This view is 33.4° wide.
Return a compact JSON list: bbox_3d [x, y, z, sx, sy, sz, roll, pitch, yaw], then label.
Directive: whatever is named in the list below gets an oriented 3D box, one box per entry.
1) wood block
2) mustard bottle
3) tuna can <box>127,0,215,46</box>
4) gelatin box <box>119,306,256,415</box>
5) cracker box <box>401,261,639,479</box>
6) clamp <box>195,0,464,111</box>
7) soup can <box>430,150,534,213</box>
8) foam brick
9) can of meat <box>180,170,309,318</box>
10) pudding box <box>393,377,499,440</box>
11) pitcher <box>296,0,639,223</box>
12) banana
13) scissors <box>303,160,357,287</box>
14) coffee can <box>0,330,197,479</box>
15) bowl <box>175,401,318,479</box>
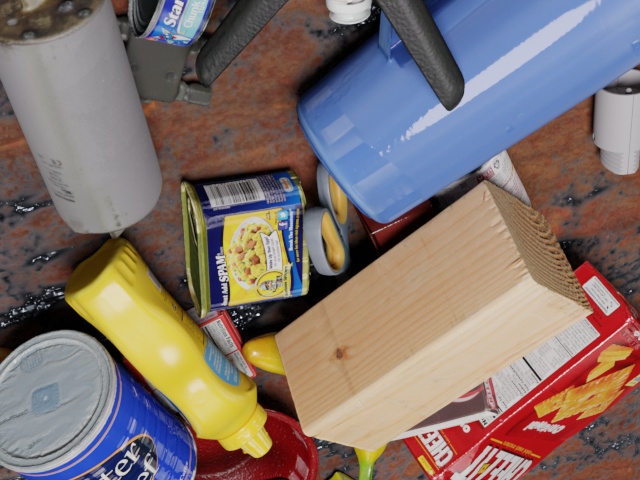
[{"bbox_3d":[0.077,0.060,0.776,0.206,0.091,0.090,-37,142,25],"label":"wood block"},{"bbox_3d":[-0.101,0.086,0.772,0.058,0.096,0.191,-41,107,-2],"label":"mustard bottle"},{"bbox_3d":[-0.088,-0.162,0.646,0.033,0.086,0.086,8,120,-25],"label":"tuna can"},{"bbox_3d":[-0.105,0.094,0.852,0.089,0.030,0.073,-26,126,-1],"label":"gelatin box"},{"bbox_3d":[0.188,0.129,0.918,0.214,0.072,0.164,-42,148,11],"label":"cracker box"},{"bbox_3d":[0.021,-0.168,0.608,0.164,0.036,0.210,11,123,-3],"label":"clamp"},{"bbox_3d":[0.121,-0.034,0.816,0.068,0.068,0.102,-31,127,4],"label":"soup can"},{"bbox_3d":[0.062,-0.009,0.818,0.051,0.053,0.078,-26,137,1],"label":"foam brick"},{"bbox_3d":[-0.055,0.001,0.788,0.083,0.057,0.102,-9,125,-15],"label":"can of meat"},{"bbox_3d":[0.080,0.109,0.862,0.114,0.090,0.039,-20,156,23],"label":"pudding box"},{"bbox_3d":[0.101,-0.126,0.712,0.243,0.145,0.149,-36,94,11],"label":"pitcher"},{"bbox_3d":[0.008,0.127,0.895,0.037,0.069,0.197,-10,131,39],"label":"banana"},{"bbox_3d":[0.020,0.007,0.833,0.016,0.096,0.201,-1,160,14],"label":"scissors"},{"bbox_3d":[-0.164,0.141,0.770,0.103,0.103,0.140,-29,142,2],"label":"coffee can"},{"bbox_3d":[-0.086,0.186,0.906,0.162,0.055,0.162,-9,125,-13],"label":"bowl"}]
